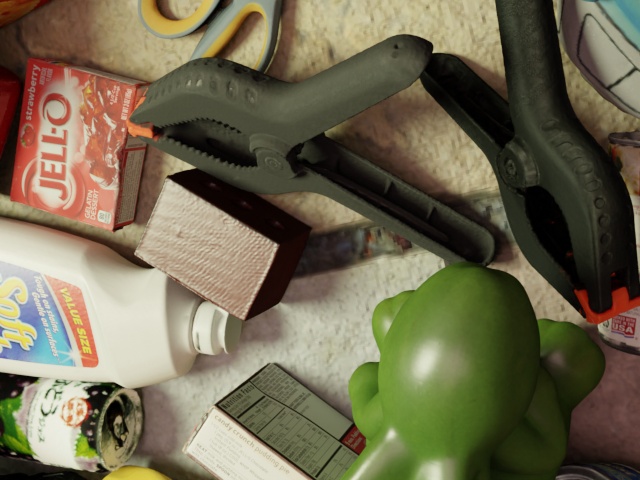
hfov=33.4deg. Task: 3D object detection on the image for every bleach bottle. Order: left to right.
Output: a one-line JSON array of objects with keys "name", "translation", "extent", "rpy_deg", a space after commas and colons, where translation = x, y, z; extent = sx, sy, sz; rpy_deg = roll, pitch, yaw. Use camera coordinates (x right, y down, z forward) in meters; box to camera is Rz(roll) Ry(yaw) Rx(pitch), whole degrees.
[{"name": "bleach bottle", "translation": [-0.169, 0.031, 0.643], "extent": [0.251, 0.068, 0.102], "rpy_deg": [6, 102, 16]}]

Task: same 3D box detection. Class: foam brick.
[{"name": "foam brick", "translation": [-0.054, 0.001, 0.601], "extent": [0.078, 0.053, 0.051], "rpy_deg": [30, 108, 11]}]

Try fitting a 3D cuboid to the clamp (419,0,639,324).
[{"name": "clamp", "translation": [0.098, -0.042, 0.511], "extent": [0.039, 0.120, 0.171], "rpy_deg": [-18, 87, -13]}]

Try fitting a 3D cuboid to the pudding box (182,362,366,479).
[{"name": "pudding box", "translation": [-0.008, 0.122, 0.587], "extent": [0.113, 0.090, 0.039], "rpy_deg": [34, 108, 10]}]

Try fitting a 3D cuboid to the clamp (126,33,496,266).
[{"name": "clamp", "translation": [-0.015, -0.058, 0.547], "extent": [0.210, 0.164, 0.036], "rpy_deg": [17, 62, 23]}]

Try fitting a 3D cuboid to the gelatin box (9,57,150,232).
[{"name": "gelatin box", "translation": [-0.142, -0.057, 0.633], "extent": [0.073, 0.030, 0.089], "rpy_deg": [16, 104, 16]}]

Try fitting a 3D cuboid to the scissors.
[{"name": "scissors", "translation": [-0.031, -0.167, 0.583], "extent": [0.096, 0.016, 0.202], "rpy_deg": [35, 109, 10]}]
